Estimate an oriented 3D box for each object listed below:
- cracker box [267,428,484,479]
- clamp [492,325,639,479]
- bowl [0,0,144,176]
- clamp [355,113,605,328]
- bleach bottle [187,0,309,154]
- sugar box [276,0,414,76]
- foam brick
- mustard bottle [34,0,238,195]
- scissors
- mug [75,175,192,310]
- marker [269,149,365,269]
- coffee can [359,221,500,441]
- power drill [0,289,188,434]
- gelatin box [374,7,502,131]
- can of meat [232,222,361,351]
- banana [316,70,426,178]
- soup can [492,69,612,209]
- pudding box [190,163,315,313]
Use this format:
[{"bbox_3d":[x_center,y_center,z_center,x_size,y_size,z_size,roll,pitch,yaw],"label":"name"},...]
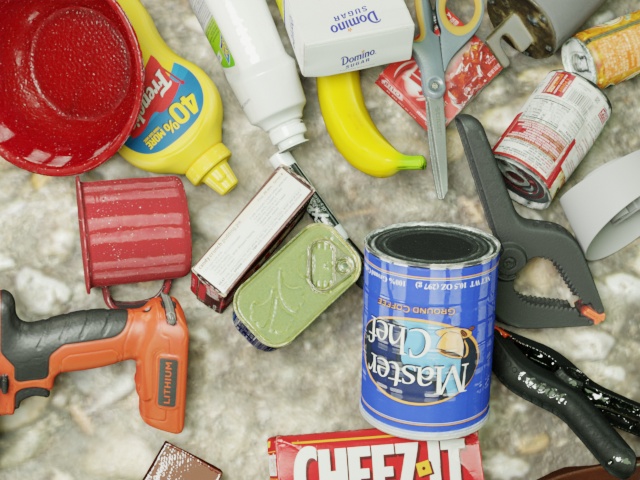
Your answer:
[{"bbox_3d":[0.049,0.252,0.821,0.164,0.072,0.214,-3,79,-9],"label":"cracker box"},{"bbox_3d":[0.207,0.124,0.858,0.172,0.120,0.039,42,111,35],"label":"clamp"},{"bbox_3d":[-0.198,-0.133,0.819,0.162,0.055,0.162,5,106,17],"label":"bowl"},{"bbox_3d":[0.151,0.003,0.875,0.210,0.036,0.165,24,104,-13],"label":"clamp"},{"bbox_3d":[-0.074,-0.190,0.884,0.068,0.103,0.251,-24,89,-9],"label":"bleach bottle"},{"bbox_3d":[0.007,-0.215,0.885,0.093,0.048,0.176,-12,58,-8],"label":"sugar box"},{"bbox_3d":[-0.116,0.198,0.818,0.051,0.053,0.078,30,76,-2],"label":"foam brick"},{"bbox_3d":[-0.137,-0.113,0.870,0.096,0.058,0.191,-42,88,0],"label":"mustard bottle"},{"bbox_3d":[0.111,-0.140,0.901,0.096,0.016,0.202,-17,81,-10],"label":"scissors"},{"bbox_3d":[-0.146,0.003,0.840,0.081,0.093,0.117,-5,111,-14],"label":"mug"},{"bbox_3d":[-0.001,-0.024,0.894,0.020,0.020,0.121,-35,86,-13],"label":"marker"},{"bbox_3d":[0.082,0.067,0.817,0.102,0.103,0.140,-2,109,-8],"label":"coffee can"},{"bbox_3d":[-0.196,0.110,0.799,0.187,0.057,0.184,-1,115,-18],"label":"power drill"},{"bbox_3d":[0.104,-0.145,0.925,0.073,0.030,0.089,44,77,2],"label":"gelatin box"},{"bbox_3d":[-0.022,0.040,0.845,0.102,0.084,0.057,-43,87,-13],"label":"can of meat"},{"bbox_3d":[0.030,-0.124,0.894,0.070,0.037,0.198,-25,64,13],"label":"banana"},{"bbox_3d":[0.193,-0.087,0.907,0.068,0.068,0.102,37,76,0],"label":"soup can"},{"bbox_3d":[-0.056,0.001,0.845,0.039,0.090,0.113,38,76,1],"label":"pudding box"}]
